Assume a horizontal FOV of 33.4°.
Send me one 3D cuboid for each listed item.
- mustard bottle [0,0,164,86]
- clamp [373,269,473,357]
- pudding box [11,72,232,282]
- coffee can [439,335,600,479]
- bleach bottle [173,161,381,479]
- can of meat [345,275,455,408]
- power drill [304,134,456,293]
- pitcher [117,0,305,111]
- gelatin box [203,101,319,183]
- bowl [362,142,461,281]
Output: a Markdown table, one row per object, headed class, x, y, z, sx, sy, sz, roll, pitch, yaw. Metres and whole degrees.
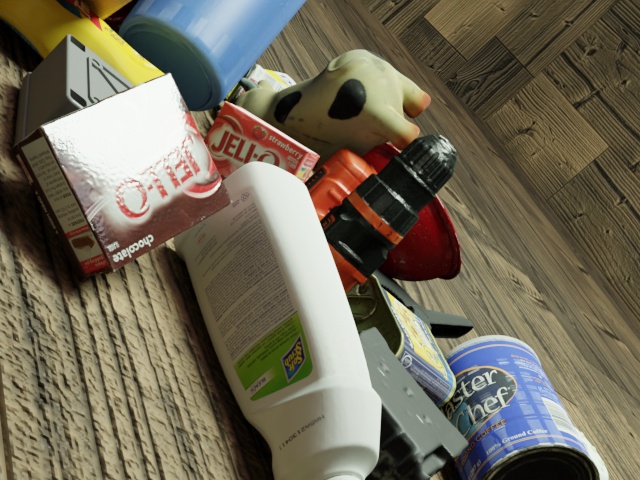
| class | x | y | z | sx | sy | sz | roll | pitch | yaw |
| --- | --- | --- | --- | --- | --- | --- | --- | --- | --- |
| mustard bottle | -0.194 | -0.159 | 0.802 | 0.191 | 0.058 | 0.096 | 43 | 8 | -13 |
| clamp | 0.086 | 0.079 | 1.008 | 0.210 | 0.036 | 0.164 | 40 | 22 | -18 |
| pudding box | -0.114 | -0.039 | 0.630 | 0.113 | 0.039 | 0.090 | -35 | 102 | -46 |
| coffee can | 0.154 | 0.159 | 0.874 | 0.102 | 0.103 | 0.140 | 39 | 17 | -28 |
| bleach bottle | -0.024 | 0.068 | 0.660 | 0.068 | 0.103 | 0.251 | 24 | 33 | -38 |
| can of meat | 0.058 | 0.089 | 0.878 | 0.083 | 0.057 | 0.102 | 39 | 18 | -37 |
| power drill | 0.024 | -0.024 | 0.860 | 0.057 | 0.184 | 0.187 | 45 | 6 | -12 |
| pitcher | -0.079 | -0.228 | 0.986 | 0.149 | 0.145 | 0.242 | 47 | 56 | -25 |
| gelatin box | -0.057 | -0.060 | 0.860 | 0.089 | 0.073 | 0.030 | 33 | 8 | 21 |
| bowl | 0.065 | -0.017 | 1.037 | 0.162 | 0.055 | 0.162 | 51 | -17 | 21 |
